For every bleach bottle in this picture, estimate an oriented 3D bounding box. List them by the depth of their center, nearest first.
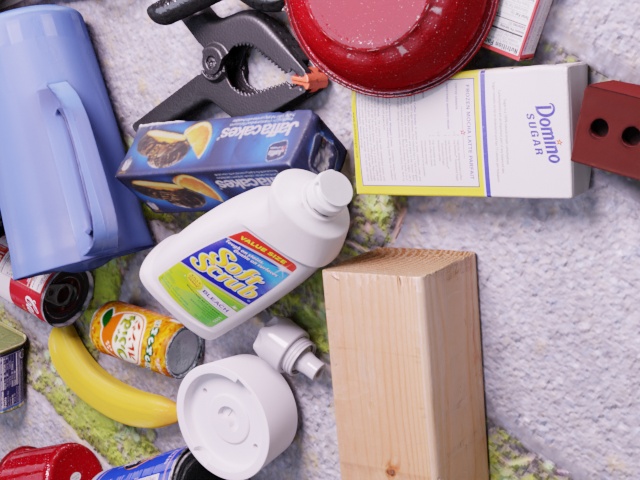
[{"bbox_3d":[-0.056,0.001,0.864,0.102,0.068,0.251,45,143,-6],"label":"bleach bottle"}]

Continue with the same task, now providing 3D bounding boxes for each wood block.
[{"bbox_3d":[0.069,0.115,0.834,0.091,0.090,0.206,3,104,35],"label":"wood block"}]

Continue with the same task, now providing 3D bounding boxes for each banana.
[{"bbox_3d":[-0.220,0.143,1.092,0.198,0.037,0.070,36,122,24],"label":"banana"}]

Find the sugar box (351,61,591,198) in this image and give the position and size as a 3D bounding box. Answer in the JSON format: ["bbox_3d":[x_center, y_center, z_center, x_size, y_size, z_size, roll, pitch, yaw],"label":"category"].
[{"bbox_3d":[0.107,-0.080,0.782,0.176,0.048,0.093,3,103,33],"label":"sugar box"}]

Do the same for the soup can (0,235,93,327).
[{"bbox_3d":[-0.293,0.039,1.098,0.102,0.068,0.068,23,115,30],"label":"soup can"}]

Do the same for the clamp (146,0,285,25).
[{"bbox_3d":[-0.065,-0.217,0.860,0.172,0.039,0.120,22,101,25],"label":"clamp"}]

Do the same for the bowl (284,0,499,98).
[{"bbox_3d":[0.040,-0.178,0.735,0.162,0.055,0.162,5,103,20],"label":"bowl"}]

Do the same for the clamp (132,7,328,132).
[{"bbox_3d":[-0.085,-0.163,0.909,0.210,0.036,0.164,10,107,36],"label":"clamp"}]

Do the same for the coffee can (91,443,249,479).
[{"bbox_3d":[-0.149,0.256,1.027,0.141,0.102,0.103,-24,87,38],"label":"coffee can"}]

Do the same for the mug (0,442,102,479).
[{"bbox_3d":[-0.281,0.270,1.148,0.082,0.093,0.117,-17,123,34],"label":"mug"}]

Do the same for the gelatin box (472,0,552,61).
[{"bbox_3d":[0.127,-0.179,0.749,0.073,0.030,0.089,28,117,27],"label":"gelatin box"}]

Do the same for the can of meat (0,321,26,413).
[{"bbox_3d":[-0.377,0.138,1.197,0.102,0.057,0.084,20,116,32],"label":"can of meat"}]

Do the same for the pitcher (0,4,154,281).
[{"bbox_3d":[-0.242,-0.090,0.988,0.149,0.144,0.243,-14,91,20],"label":"pitcher"}]
